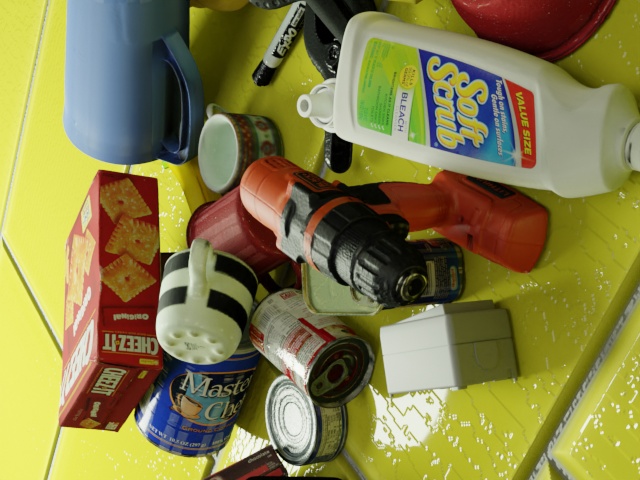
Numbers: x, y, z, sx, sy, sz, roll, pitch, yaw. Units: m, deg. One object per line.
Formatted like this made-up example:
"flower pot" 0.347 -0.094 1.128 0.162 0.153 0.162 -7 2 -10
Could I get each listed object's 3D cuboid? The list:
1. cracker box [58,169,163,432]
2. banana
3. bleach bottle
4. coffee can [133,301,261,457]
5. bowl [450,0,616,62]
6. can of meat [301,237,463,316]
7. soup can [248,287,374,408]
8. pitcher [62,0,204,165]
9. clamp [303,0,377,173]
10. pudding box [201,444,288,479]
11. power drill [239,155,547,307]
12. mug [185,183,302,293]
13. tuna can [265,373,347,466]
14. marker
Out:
"cracker box" -0.214 0.062 1.072 0.164 0.072 0.213 128 144 -50
"banana" -0.120 -0.028 1.102 0.070 0.037 0.198 106 146 -55
"bleach bottle" 0.121 -0.092 0.723 0.251 0.067 0.102 18 104 42
"coffee can" -0.117 0.127 1.047 0.103 0.102 0.140 49 130 41
"bowl" 0.131 -0.202 0.724 0.162 0.055 0.162 3 94 54
"can of meat" 0.048 0.027 0.827 0.102 0.083 0.057 -6 87 54
"soup can" -0.010 0.091 0.926 0.102 0.068 0.068 35 120 48
"pitcher" -0.180 -0.192 1.044 0.243 0.149 0.145 104 169 -51
"clamp" 0.032 -0.153 0.881 0.120 0.039 0.171 -22 76 41
"pudding box" -0.079 0.244 0.985 0.039 0.089 0.113 53 154 31
"power drill" 0.062 -0.010 0.720 0.185 0.187 0.057 38 120 49
"mug" -0.056 0.001 0.978 0.082 0.093 0.117 -30 95 46
"tuna can" -0.014 0.160 0.965 0.086 0.033 0.086 5 96 54
"marker" -0.033 -0.187 0.983 0.121 0.020 0.020 -53 51 41
